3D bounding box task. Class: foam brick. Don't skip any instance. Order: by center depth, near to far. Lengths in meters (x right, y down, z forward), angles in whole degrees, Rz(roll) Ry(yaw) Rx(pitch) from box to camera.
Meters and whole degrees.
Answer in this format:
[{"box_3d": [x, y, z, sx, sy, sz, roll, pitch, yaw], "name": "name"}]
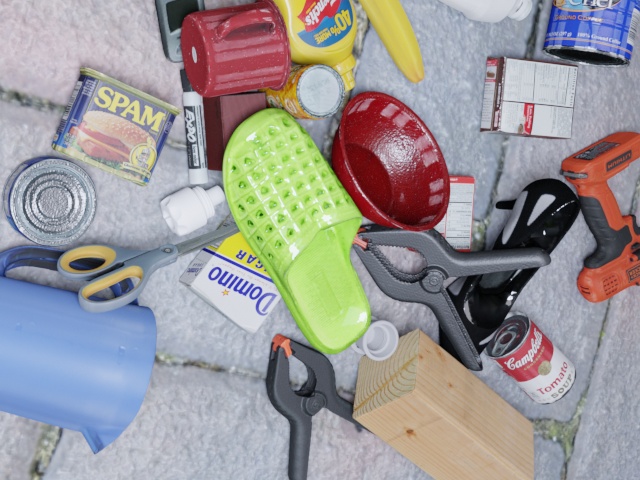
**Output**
[{"box_3d": [-0.085, -0.111, 1.082, 0.051, 0.053, 0.078, -8, 101, -26], "name": "foam brick"}]

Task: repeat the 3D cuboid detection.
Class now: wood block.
[{"box_3d": [0.142, 0.204, 1.201, 0.206, 0.091, 0.090, 40, 38, -26], "name": "wood block"}]

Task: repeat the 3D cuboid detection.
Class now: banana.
[{"box_3d": [0.058, -0.252, 1.128, 0.197, 0.037, 0.069, 50, 32, -39], "name": "banana"}]

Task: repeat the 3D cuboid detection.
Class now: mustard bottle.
[{"box_3d": [-0.014, -0.239, 1.096, 0.096, 0.058, 0.191, -41, 114, -31], "name": "mustard bottle"}]

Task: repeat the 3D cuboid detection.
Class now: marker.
[{"box_3d": [-0.128, -0.118, 1.078, 0.020, 0.020, 0.121, -9, 101, -26], "name": "marker"}]

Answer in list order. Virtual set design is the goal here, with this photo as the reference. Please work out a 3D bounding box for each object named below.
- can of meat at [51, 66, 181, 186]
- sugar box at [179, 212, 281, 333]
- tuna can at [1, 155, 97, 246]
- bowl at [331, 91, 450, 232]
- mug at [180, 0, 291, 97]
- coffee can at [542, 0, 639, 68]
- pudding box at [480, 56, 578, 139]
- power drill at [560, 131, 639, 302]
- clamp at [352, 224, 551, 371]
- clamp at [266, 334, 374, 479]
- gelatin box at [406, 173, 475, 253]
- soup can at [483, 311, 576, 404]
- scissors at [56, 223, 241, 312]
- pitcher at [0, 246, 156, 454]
[{"box_3d": [-0.197, -0.107, 1.025, 0.102, 0.058, 0.084, 23, 89, -27], "name": "can of meat"}, {"box_3d": [-0.057, 0.002, 1.116, 0.093, 0.048, 0.176, 40, 78, -25], "name": "sugar box"}, {"box_3d": [-0.257, -0.037, 1.016, 0.086, 0.034, 0.086, -4, 99, -26], "name": "tuna can"}, {"box_3d": [0.064, -0.075, 1.138, 0.161, 0.055, 0.162, 22, 55, -35], "name": "bowl"}, {"box_3d": [-0.080, -0.187, 1.019, 0.081, 0.117, 0.093, -14, 81, -24], "name": "mug"}, {"box_3d": [0.321, -0.280, 1.235, 0.102, 0.103, 0.140, 9, 93, -28], "name": "coffee can"}, {"box_3d": [0.245, -0.166, 1.250, 0.113, 0.039, 0.090, 2, 96, -29], "name": "pudding box"}, {"box_3d": [0.383, -0.036, 1.325, 0.184, 0.057, 0.187, -27, 108, -21], "name": "power drill"}, {"box_3d": [0.136, 0.033, 1.174, 0.210, 0.036, 0.165, 33, 112, -4], "name": "clamp"}, {"box_3d": [-0.017, 0.185, 1.166, 0.120, 0.039, 0.171, -42, 110, -21], "name": "clamp"}, {"box_3d": [0.137, -0.031, 1.218, 0.073, 0.030, 0.089, 0, 97, -28], "name": "gelatin box"}, {"box_3d": [0.251, 0.142, 1.278, 0.102, 0.069, 0.068, 44, 77, -25], "name": "soup can"}, {"box_3d": [-0.167, 0.009, 1.025, 0.201, 0.096, 0.016, -38, 146, -46], "name": "scissors"}, {"box_3d": [-0.281, 0.086, 0.979, 0.242, 0.149, 0.145, 19, 103, -24], "name": "pitcher"}]
